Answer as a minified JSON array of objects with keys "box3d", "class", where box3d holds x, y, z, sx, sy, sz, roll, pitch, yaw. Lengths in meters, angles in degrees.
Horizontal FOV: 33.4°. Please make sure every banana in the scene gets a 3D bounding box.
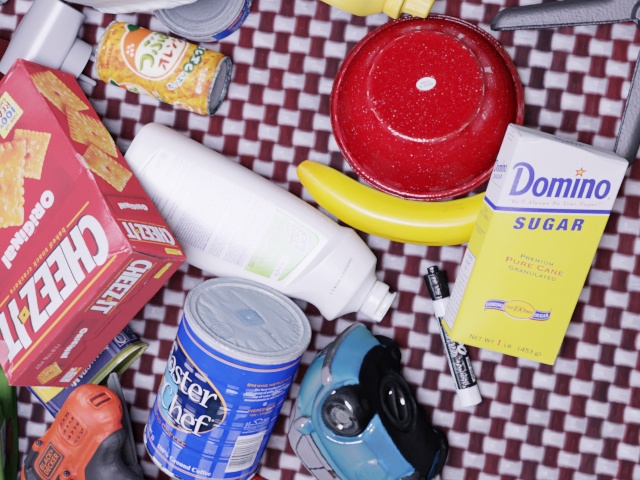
[{"box3d":[0.076,-0.030,0.893,0.198,0.037,0.069,2,74,7],"class":"banana"}]

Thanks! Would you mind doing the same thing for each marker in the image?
[{"box3d":[0.111,0.080,0.899,0.020,0.020,0.121,-16,90,9],"class":"marker"}]

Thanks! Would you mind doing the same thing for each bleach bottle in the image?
[{"box3d":[-0.056,0.001,0.899,0.251,0.068,0.102,30,100,3],"class":"bleach bottle"}]

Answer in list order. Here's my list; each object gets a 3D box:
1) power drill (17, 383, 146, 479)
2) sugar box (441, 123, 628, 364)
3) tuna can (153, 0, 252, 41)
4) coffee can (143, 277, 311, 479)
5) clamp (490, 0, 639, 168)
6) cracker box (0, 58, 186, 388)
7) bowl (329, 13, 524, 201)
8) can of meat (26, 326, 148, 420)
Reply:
[{"box3d":[-0.169,0.232,0.863,0.188,0.057,0.185,42,124,13],"class":"power drill"},{"box3d":[0.169,0.004,0.852,0.093,0.048,0.176,14,107,-9],"class":"sugar box"},{"box3d":[-0.101,-0.213,0.907,0.086,0.033,0.086,0,93,8],"class":"tuna can"},{"box3d":[-0.077,0.116,0.864,0.103,0.102,0.140,24,119,6],"class":"coffee can"},{"box3d":[0.266,-0.166,0.854,0.210,0.036,0.164,-33,91,12],"class":"clamp"},{"box3d":[-0.225,-0.014,0.863,0.164,0.072,0.214,-46,61,21],"class":"cracker box"},{"box3d":[0.085,-0.115,0.859,0.162,0.055,0.162,-1,80,6],"class":"bowl"},{"box3d":[-0.217,0.097,0.930,0.102,0.057,0.084,-45,84,7],"class":"can of meat"}]
